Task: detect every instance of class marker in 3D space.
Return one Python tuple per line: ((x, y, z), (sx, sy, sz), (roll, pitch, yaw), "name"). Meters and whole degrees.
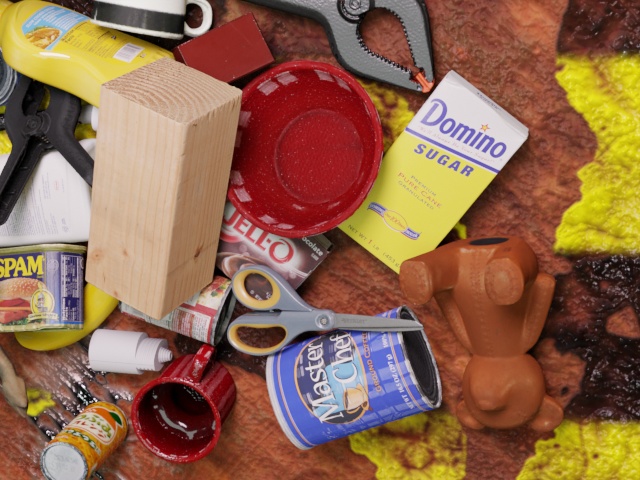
((-0.279, -0.122, 1.064), (0.121, 0.020, 0.020), (-3, 106, 13), "marker")

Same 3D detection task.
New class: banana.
((-0.252, 0.063, 1.104), (0.198, 0.037, 0.069), (-32, 98, 19), "banana")

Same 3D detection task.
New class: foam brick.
((-0.089, -0.168, 0.976), (0.078, 0.053, 0.051), (-27, 101, -7), "foam brick")

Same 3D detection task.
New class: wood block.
((-0.143, -0.045, 0.958), (0.090, 0.090, 0.206), (26, 126, 20), "wood block")

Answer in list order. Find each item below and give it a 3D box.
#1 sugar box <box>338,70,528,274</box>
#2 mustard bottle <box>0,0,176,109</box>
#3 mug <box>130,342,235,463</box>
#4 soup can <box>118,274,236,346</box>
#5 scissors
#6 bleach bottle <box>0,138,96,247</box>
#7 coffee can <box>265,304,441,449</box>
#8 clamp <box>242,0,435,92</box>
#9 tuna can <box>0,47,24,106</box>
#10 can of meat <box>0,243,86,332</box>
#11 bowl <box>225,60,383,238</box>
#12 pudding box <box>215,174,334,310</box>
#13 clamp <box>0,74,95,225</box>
((0.101, -0.059, 0.985), (0.093, 0.048, 0.176), (37, 111, 0), "sugar box")
((-0.237, -0.178, 0.996), (0.191, 0.096, 0.058), (24, 130, 5), "mustard bottle")
((-0.131, 0.155, 1.081), (0.093, 0.081, 0.117), (20, 110, 6), "mug")
((-0.141, 0.057, 1.061), (0.102, 0.068, 0.068), (18, 109, 7), "soup can")
((-0.006, 0.057, 0.994), (0.202, 0.016, 0.096), (-16, 91, 28), "scissors")
((-0.335, -0.044, 1.078), (0.251, 0.068, 0.102), (-2, 103, 16), "bleach bottle")
((0.033, 0.132, 1.027), (0.140, 0.102, 0.103), (-21, 101, 17), "coffee can")
((0.022, -0.211, 0.961), (0.165, 0.036, 0.210), (-33, 96, 16), "clamp")
((-0.330, -0.172, 1.052), (0.086, 0.033, 0.086), (3, 107, 11), "tuna can")
((-0.285, 0.050, 1.073), (0.102, 0.057, 0.084), (-5, 83, 30), "can of meat")
((-0.012, -0.081, 0.983), (0.162, 0.055, 0.162), (-1, 86, 21), "bowl")
((-0.057, 0.001, 1.041), (0.113, 0.039, 0.090), (42, 110, -2), "pudding box")
((-0.252, -0.099, 1.003), (0.120, 0.039, 0.171), (-6, 66, 12), "clamp")
